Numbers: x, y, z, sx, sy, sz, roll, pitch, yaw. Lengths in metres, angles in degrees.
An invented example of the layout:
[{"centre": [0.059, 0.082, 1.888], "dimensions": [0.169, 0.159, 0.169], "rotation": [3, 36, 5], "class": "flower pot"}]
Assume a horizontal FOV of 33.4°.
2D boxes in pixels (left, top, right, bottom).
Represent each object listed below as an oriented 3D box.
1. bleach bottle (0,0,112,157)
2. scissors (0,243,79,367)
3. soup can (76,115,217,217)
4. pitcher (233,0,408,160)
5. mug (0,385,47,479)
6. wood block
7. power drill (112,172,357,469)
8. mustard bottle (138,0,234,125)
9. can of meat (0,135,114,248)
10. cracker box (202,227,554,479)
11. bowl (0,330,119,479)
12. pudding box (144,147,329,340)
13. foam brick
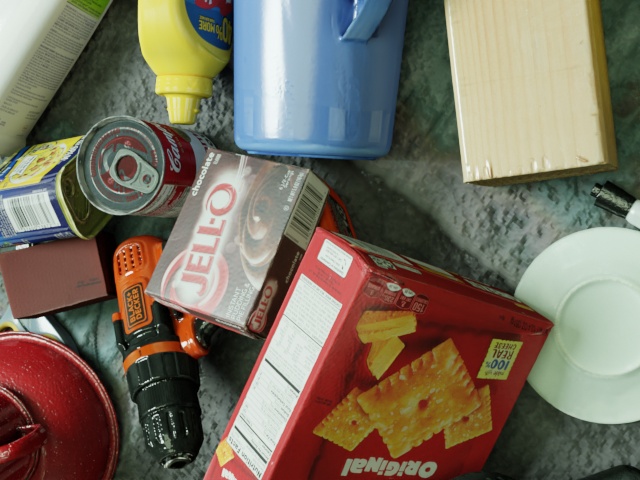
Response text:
[{"centre": [-0.198, -0.181, 0.810], "dimensions": [0.068, 0.102, 0.251], "rotation": [39, 96, 6], "class": "bleach bottle"}, {"centre": [-0.221, 0.041, 0.853], "dimensions": [0.096, 0.016, 0.202], "rotation": [17, 97, 17], "class": "scissors"}, {"centre": [-0.120, -0.051, 0.771], "dimensions": [0.069, 0.102, 0.068], "rotation": [0, 90, 19], "class": "soup can"}, {"centre": [0.005, -0.176, 0.707], "dimensions": [0.145, 0.149, 0.243], "rotation": [5, 95, 19], "class": "pitcher"}, {"centre": [-0.251, 0.152, 0.757], "dimensions": [0.117, 0.081, 0.093], "rotation": [-11, 97, 17], "class": "mug"}, {"centre": [0.133, -0.143, 0.688], "dimensions": [0.091, 0.090, 0.206], "rotation": [-6, 89, 20], "class": "wood block"}, {"centre": [-0.059, 0.047, 0.746], "dimensions": [0.188, 0.057, 0.184], "rotation": [-26, 57, 14], "class": "power drill"}, {"centre": [-0.094, -0.179, 0.763], "dimensions": [0.058, 0.096, 0.191], "rotation": [4, 92, 19], "class": "mustard bottle"}, {"centre": [-0.199, -0.038, 0.800], "dimensions": [0.084, 0.102, 0.057], "rotation": [-8, 117, 22], "class": "can of meat"}, {"centre": [0.033, 0.117, 0.685], "dimensions": [0.072, 0.164, 0.214], "rotation": [35, 104, 55], "class": "cracker box"}, {"centre": [-0.241, 0.155, 0.828], "dimensions": [0.162, 0.055, 0.162], "rotation": [3, 100, 15], "class": "bowl"}, {"centre": [-0.055, 0.001, 0.707], "dimensions": [0.090, 0.039, 0.113], "rotation": [15, 75, 34], "class": "pudding box"}, {"centre": [-0.196, 0.027, 0.816], "dimensions": [0.078, 0.051, 0.053], "rotation": [-13, 86, 4], "class": "foam brick"}]
